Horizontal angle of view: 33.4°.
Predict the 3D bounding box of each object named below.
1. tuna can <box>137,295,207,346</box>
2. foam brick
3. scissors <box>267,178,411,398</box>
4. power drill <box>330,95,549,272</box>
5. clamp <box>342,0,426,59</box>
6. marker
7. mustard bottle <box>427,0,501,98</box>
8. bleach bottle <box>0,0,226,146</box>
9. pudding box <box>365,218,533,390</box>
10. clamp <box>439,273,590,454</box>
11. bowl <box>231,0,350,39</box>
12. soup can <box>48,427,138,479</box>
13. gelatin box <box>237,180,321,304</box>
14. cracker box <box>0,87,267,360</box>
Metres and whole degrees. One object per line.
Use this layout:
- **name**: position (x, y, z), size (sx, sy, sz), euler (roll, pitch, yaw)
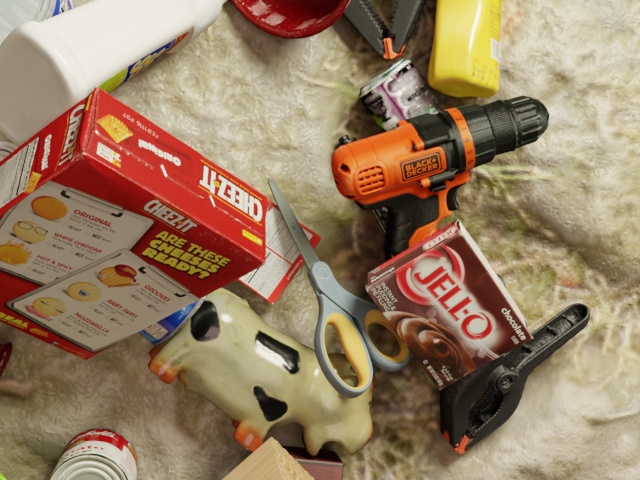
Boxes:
- **tuna can**: position (-0.126, 0.044, 0.893), size (0.033, 0.086, 0.086), euler (40, 87, -18)
- **foam brick**: position (-0.024, 0.210, 0.929), size (0.078, 0.053, 0.051), euler (7, 91, -6)
- **scissors**: position (0.018, 0.035, 0.901), size (0.096, 0.016, 0.202), euler (0, 63, -29)
- **power drill**: position (0.110, -0.022, 0.898), size (0.184, 0.057, 0.187), euler (-16, 120, -6)
- **clamp**: position (0.054, -0.263, 0.912), size (0.165, 0.036, 0.210), euler (-14, 97, 22)
- **marker**: position (0.049, -0.039, 0.947), size (0.020, 0.020, 0.121), euler (-30, 94, -5)
- **mustard bottle**: position (0.130, -0.223, 0.914), size (0.058, 0.096, 0.191), euler (5, 90, 22)
- **bleach bottle**: position (-0.147, -0.162, 0.829), size (0.068, 0.103, 0.250), euler (51, 43, -6)
- **pudding box**: position (0.104, 0.052, 0.863), size (0.090, 0.039, 0.113), euler (-32, 108, 17)
- **clamp**: position (0.149, 0.106, 0.929), size (0.120, 0.039, 0.171), euler (29, 100, -28)
- **bowl**: position (-0.017, -0.253, 0.890), size (0.055, 0.162, 0.162), euler (-29, 96, -46)
- **soup can**: position (-0.188, 0.199, 0.884), size (0.068, 0.102, 0.068), euler (0, 92, -7)
- **gelatin box**: position (-0.056, 0.001, 0.931), size (0.089, 0.030, 0.073), euler (36, 89, -6)
- **cracker box**: position (-0.170, -0.002, 0.788), size (0.164, 0.214, 0.072), euler (32, 43, -36)
